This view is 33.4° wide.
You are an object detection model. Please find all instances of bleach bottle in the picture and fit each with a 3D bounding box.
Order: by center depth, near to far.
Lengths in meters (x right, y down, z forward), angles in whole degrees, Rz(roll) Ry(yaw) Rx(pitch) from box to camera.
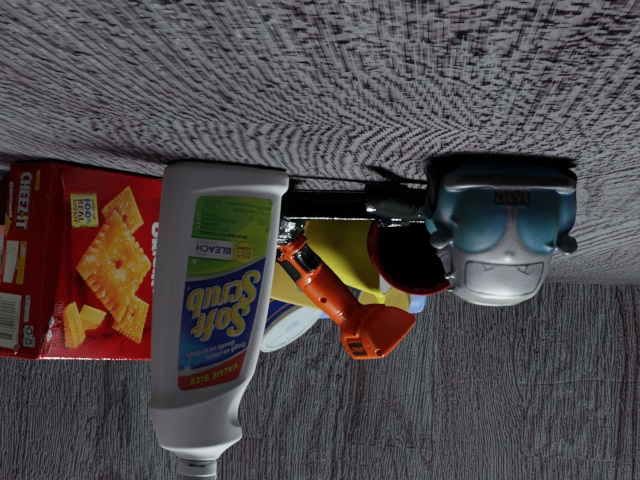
[{"bbox_3d":[-0.084,0.067,0.851,0.102,0.251,0.068,5,176,-25],"label":"bleach bottle"}]

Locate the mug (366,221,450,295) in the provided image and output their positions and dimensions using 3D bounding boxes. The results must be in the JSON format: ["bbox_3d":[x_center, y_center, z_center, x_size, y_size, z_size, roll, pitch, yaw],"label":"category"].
[{"bbox_3d":[0.078,-0.004,1.001,0.117,0.093,0.081,34,179,-4],"label":"mug"}]

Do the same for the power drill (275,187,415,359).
[{"bbox_3d":[0.002,0.029,1.007,0.187,0.057,0.185,46,167,-5],"label":"power drill"}]

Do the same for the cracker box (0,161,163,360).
[{"bbox_3d":[-0.176,0.024,0.952,0.072,0.164,0.213,3,177,41],"label":"cracker box"}]

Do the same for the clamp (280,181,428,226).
[{"bbox_3d":[0.050,-0.030,0.906,0.120,0.039,0.171,6,180,41],"label":"clamp"}]
